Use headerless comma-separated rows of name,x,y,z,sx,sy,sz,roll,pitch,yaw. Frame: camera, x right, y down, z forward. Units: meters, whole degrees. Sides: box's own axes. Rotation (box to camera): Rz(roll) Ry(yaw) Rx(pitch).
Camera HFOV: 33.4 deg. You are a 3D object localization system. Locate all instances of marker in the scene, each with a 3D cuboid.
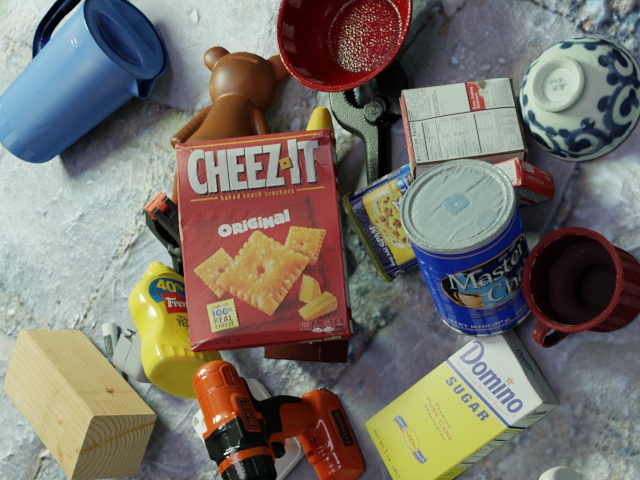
marker,-0.259,0.164,1.349,0.020,0.020,0.121,-23,69,32

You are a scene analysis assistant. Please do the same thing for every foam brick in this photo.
foam brick,-0.015,0.105,1.156,0.078,0.051,0.053,-3,80,36

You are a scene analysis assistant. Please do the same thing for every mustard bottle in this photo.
mustard bottle,-0.168,0.090,1.205,0.058,0.096,0.192,-51,38,21

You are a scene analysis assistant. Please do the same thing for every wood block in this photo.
wood block,-0.298,0.196,1.304,0.206,0.090,0.090,36,111,44

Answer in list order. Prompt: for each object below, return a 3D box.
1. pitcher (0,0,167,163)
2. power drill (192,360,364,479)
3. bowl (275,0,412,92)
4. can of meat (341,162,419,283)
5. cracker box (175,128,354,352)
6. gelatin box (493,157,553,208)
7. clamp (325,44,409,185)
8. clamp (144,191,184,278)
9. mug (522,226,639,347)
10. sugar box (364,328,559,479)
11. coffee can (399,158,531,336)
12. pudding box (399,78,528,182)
pitcher,-0.329,-0.214,1.404,0.243,0.145,0.149,-34,32,31
power drill,-0.035,0.210,1.068,0.057,0.187,0.184,-36,61,25
bowl,0.034,-0.228,1.129,0.162,0.055,0.162,-6,78,29
can of meat,0.084,-0.021,1.084,0.084,0.057,0.102,-28,90,21
cracker box,-0.057,0.001,1.091,0.164,0.072,0.214,-6,84,4
gelatin box,0.170,-0.050,1.032,0.089,0.073,0.030,-17,72,34
clamp,0.077,-0.140,1.141,0.165,0.036,0.210,-38,65,24
clamp,-0.144,0.014,1.216,0.120,0.171,0.039,20,65,27
mug,0.235,0.049,0.960,0.093,0.081,0.117,41,106,34
sugar box,0.134,0.168,1.037,0.176,0.048,0.093,-43,59,24
coffee can,0.139,0.009,0.982,0.103,0.140,0.103,-11,50,14
pudding box,0.139,-0.109,1.044,0.113,0.039,0.090,-8,64,3
